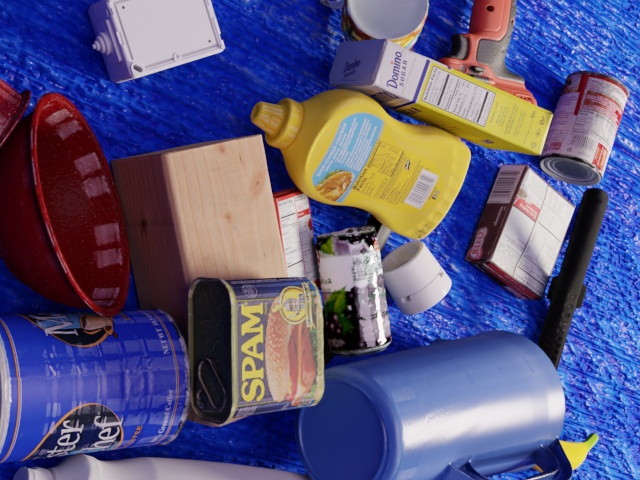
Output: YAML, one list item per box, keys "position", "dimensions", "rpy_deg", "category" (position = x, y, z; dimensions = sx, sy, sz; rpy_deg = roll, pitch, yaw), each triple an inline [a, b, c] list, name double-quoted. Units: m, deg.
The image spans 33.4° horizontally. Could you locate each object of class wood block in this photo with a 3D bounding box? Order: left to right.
- position: [-0.087, 0.029, 0.832]
  dimensions: [0.090, 0.091, 0.206]
  rpy_deg: [-16, 99, -36]
  category: "wood block"

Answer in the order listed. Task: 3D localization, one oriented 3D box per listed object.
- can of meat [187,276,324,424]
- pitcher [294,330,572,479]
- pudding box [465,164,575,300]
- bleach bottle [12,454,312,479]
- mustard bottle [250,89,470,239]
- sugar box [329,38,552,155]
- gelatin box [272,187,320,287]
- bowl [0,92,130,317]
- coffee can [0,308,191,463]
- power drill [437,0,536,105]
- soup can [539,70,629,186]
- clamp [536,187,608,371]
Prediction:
- position: [-0.046, 0.076, 0.770]
  dimensions: [0.083, 0.058, 0.102]
  rpy_deg: [-1, 91, -38]
  category: "can of meat"
- position: [0.101, 0.156, 0.904]
  dimensions: [0.242, 0.149, 0.145]
  rpy_deg: [-1, 84, -49]
  category: "pitcher"
- position: [0.204, -0.008, 1.080]
  dimensions: [0.090, 0.039, 0.113]
  rpy_deg: [35, 73, -34]
  category: "pudding box"
- position: [-0.109, 0.203, 0.813]
  dimensions: [0.250, 0.103, 0.068]
  rpy_deg: [21, 33, -34]
  category: "bleach bottle"
- position: [0.027, -0.073, 0.896]
  dimensions: [0.191, 0.058, 0.096]
  rpy_deg: [20, 108, -27]
  category: "mustard bottle"
- position: [0.103, -0.122, 0.920]
  dimensions: [0.176, 0.093, 0.048]
  rpy_deg: [16, 91, -24]
  category: "sugar box"
- position: [-0.031, 0.004, 0.891]
  dimensions: [0.073, 0.030, 0.089]
  rpy_deg: [-25, 108, -68]
  category: "gelatin box"
- position: [-0.188, -0.019, 0.747]
  dimensions: [0.055, 0.162, 0.162]
  rpy_deg: [-15, 102, 8]
  category: "bowl"
- position: [-0.177, 0.101, 0.756]
  dimensions: [0.140, 0.103, 0.103]
  rpy_deg: [1, 89, -37]
  category: "coffee can"
- position: [0.132, -0.202, 1.017]
  dimensions: [0.184, 0.057, 0.187]
  rpy_deg: [6, 88, -33]
  category: "power drill"
- position: [0.275, -0.116, 1.114]
  dimensions: [0.068, 0.069, 0.102]
  rpy_deg: [31, 73, -32]
  category: "soup can"
- position: [0.250, 0.046, 1.076]
  dimensions: [0.164, 0.036, 0.210]
  rpy_deg: [42, 67, -74]
  category: "clamp"
